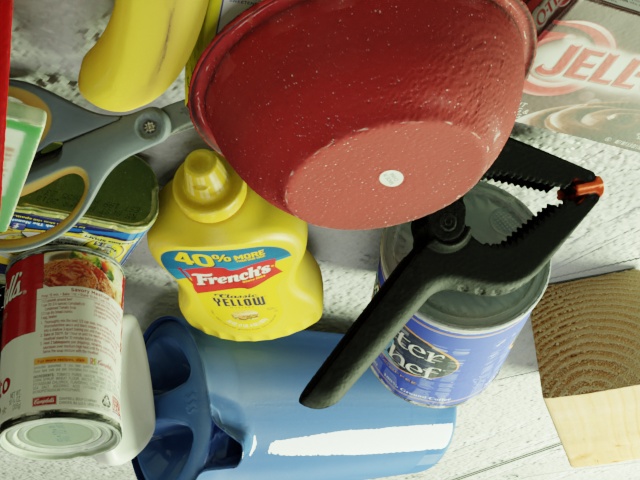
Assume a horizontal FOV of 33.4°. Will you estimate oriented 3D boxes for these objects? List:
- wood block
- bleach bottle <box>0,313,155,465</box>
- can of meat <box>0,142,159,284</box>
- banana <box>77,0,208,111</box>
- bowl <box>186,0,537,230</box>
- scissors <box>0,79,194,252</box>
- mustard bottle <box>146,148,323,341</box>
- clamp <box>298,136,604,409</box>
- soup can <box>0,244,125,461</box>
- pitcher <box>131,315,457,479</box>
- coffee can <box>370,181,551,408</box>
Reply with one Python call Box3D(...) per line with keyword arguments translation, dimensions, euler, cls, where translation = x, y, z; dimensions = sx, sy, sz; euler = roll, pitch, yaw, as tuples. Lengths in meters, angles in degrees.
Box3D(translation=(0.231, 0.111, 0.868), dimensions=(0.090, 0.091, 0.206), euler=(-12, 151, 14), cls="wood block")
Box3D(translation=(-0.244, 0.099, 0.754), dimensions=(0.251, 0.102, 0.068), euler=(-1, -167, 21), cls="bleach bottle")
Box3D(translation=(-0.152, -0.015, 0.616), dimensions=(0.102, 0.057, 0.084), euler=(11, 147, -25), cls="can of meat")
Box3D(translation=(-0.074, -0.104, 0.444), dimensions=(0.037, 0.070, 0.198), euler=(-17, 155, -24), cls="banana")
Box3D(translation=(0.024, -0.050, 0.477), dimensions=(0.162, 0.055, 0.162), euler=(-9, 154, -5), cls="bowl")
Box3D(translation=(-0.104, -0.070, 0.544), dimensions=(0.202, 0.096, 0.016), euler=(-35, -171, 3), cls="scissors")
Box3D(translation=(-0.054, 0.001, 0.657), dimensions=(0.096, 0.058, 0.191), euler=(-1, 152, 6), cls="mustard bottle")
Box3D(translation=(0.063, 0.002, 0.602), dimensions=(0.209, 0.164, 0.036), euler=(-6, 179, -15), cls="clamp")
Box3D(translation=(-0.142, 0.063, 0.591), dimensions=(0.068, 0.102, 0.068), euler=(-4, 149, -3), cls="soup can")
Box3D(translation=(-0.023, 0.125, 0.827), dimensions=(0.242, 0.149, 0.145), euler=(5, 144, -34), cls="pitcher")
Box3D(translation=(0.084, 0.039, 0.698), dimensions=(0.102, 0.103, 0.140), euler=(-2, 152, -4), cls="coffee can")
